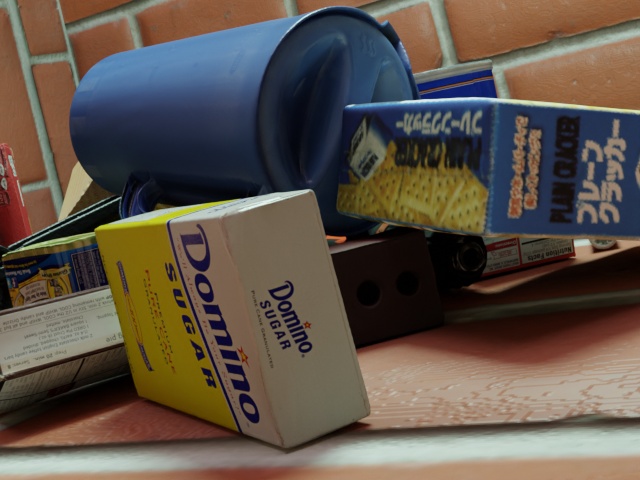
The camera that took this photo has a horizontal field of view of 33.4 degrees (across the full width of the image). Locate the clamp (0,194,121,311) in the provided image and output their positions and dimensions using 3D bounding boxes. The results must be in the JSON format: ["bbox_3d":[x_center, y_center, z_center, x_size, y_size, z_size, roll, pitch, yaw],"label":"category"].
[{"bbox_3d":[-0.223,0.014,0.748,0.164,0.210,0.036,27,-23,-36],"label":"clamp"}]

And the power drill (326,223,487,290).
[{"bbox_3d":[-0.008,0.024,0.677,0.187,0.057,0.185,-12,4,-21],"label":"power drill"}]

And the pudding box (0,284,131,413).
[{"bbox_3d":[-0.130,0.055,0.582,0.113,0.039,0.090,-16,-14,-27],"label":"pudding box"}]

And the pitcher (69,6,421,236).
[{"bbox_3d":[-0.067,-0.069,0.696,0.148,0.145,0.243,-7,8,-42],"label":"pitcher"}]

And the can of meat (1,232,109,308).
[{"bbox_3d":[-0.157,0.040,0.685,0.102,0.084,0.057,-8,7,46],"label":"can of meat"}]

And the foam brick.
[{"bbox_3d":[0.021,0.027,0.578,0.078,0.053,0.051,-15,5,-10],"label":"foam brick"}]

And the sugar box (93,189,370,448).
[{"bbox_3d":[-0.048,0.031,0.471,0.048,0.093,0.176,-17,6,-24],"label":"sugar box"}]

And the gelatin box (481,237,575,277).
[{"bbox_3d":[0.121,-0.025,0.690,0.073,0.089,0.030,-13,15,-9],"label":"gelatin box"}]
